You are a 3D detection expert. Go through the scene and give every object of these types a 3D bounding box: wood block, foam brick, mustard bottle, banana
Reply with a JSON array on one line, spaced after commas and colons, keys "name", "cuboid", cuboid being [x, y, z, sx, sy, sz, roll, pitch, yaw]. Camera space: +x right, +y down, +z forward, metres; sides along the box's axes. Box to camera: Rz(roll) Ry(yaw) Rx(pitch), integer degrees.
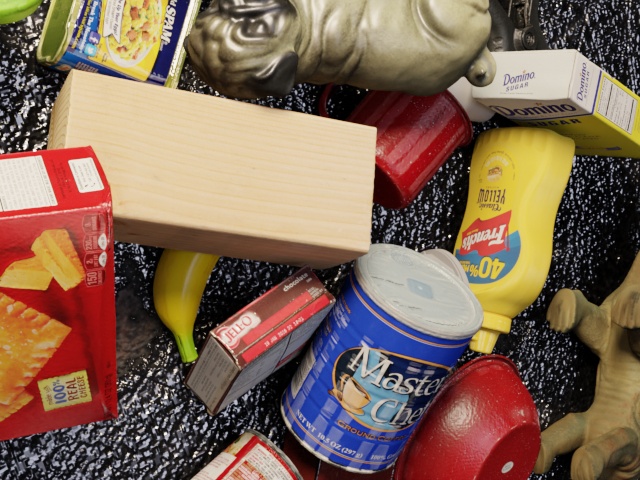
[{"name": "wood block", "cuboid": [-0.075, -0.041, 0.717, 0.205, 0.090, 0.091, 8, 78, -21]}, {"name": "foam brick", "cuboid": [0.013, 0.183, 0.849, 0.078, 0.053, 0.051, 15, 84, -35]}, {"name": "mustard bottle", "cuboid": [0.156, 0.002, 0.910, 0.058, 0.096, 0.191, 16, 84, -35]}, {"name": "banana", "cuboid": [-0.067, -0.008, 0.793, 0.197, 0.037, 0.069, -54, 129, -19]}]

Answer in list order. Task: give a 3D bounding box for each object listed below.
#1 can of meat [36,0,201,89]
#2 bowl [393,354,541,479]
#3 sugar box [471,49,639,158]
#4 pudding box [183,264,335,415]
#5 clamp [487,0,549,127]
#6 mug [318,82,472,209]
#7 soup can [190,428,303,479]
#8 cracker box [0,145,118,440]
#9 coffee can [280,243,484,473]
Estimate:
[{"name": "can of meat", "cuboid": [-0.135, -0.150, 0.724, 0.083, 0.058, 0.102, 19, 82, -32]}, {"name": "bowl", "cuboid": [0.136, 0.179, 0.898, 0.161, 0.055, 0.162, -25, 129, -35]}, {"name": "sugar box", "cuboid": [0.213, -0.112, 0.901, 0.175, 0.094, 0.048, 14, 85, -47]}, {"name": "pudding box", "cuboid": [-0.045, 0.073, 0.766, 0.089, 0.114, 0.039, -33, 76, -28]}, {"name": "clamp", "cuboid": [0.162, -0.180, 0.937, 0.120, 0.039, 0.171, -16, 102, -34]}, {"name": "mug", "cuboid": [0.050, -0.087, 0.844, 0.117, 0.093, 0.081, 39, 73, 3]}, {"name": "soup can", "cuboid": [-0.068, 0.198, 0.784, 0.102, 0.069, 0.068, -41, 114, -25]}, {"name": "cracker box", "cuboid": [-0.223, 0.043, 0.595, 0.213, 0.072, 0.164, -9, 128, -21]}, {"name": "coffee can", "cuboid": [0.044, 0.088, 0.797, 0.102, 0.103, 0.140, 7, 123, -35]}]
